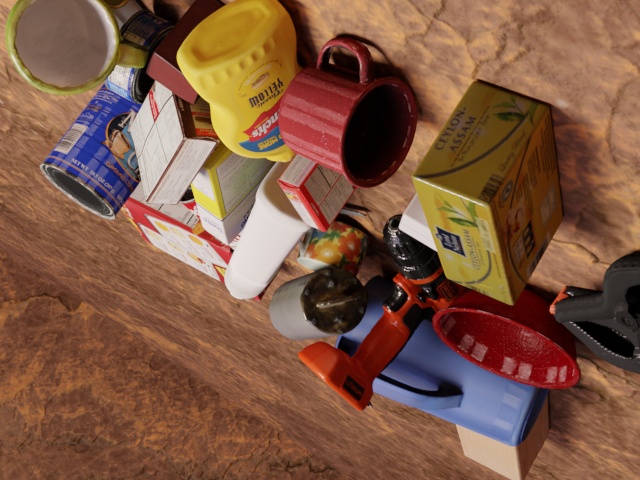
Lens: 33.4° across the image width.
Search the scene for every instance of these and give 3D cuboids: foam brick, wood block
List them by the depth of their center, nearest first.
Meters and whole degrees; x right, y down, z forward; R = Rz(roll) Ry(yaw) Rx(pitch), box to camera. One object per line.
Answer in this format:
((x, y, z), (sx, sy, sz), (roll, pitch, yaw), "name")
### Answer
((-0.108, -0.168, 0.939), (0.051, 0.078, 0.053), (37, 163, -6), "foam brick")
((0.238, 0.233, 1.387), (0.091, 0.090, 0.206), (26, 161, 24), "wood block")

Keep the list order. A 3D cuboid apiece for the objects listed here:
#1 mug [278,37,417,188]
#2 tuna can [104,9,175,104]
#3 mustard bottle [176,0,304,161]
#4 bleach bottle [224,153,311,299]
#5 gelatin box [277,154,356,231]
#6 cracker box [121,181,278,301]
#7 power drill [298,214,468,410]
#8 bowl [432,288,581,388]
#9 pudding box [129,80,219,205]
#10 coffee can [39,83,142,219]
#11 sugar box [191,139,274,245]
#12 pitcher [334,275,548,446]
((0.019, -0.109, 0.875), (0.082, 0.093, 0.117), (26, 131, 38), "mug")
((-0.169, -0.174, 1.019), (0.034, 0.086, 0.086), (29, 163, 10), "tuna can")
((-0.052, -0.124, 0.928), (0.058, 0.096, 0.191), (49, 172, 28), "mustard bottle")
((-0.058, 0.001, 1.156), (0.068, 0.102, 0.251), (33, 144, -1), "bleach bottle")
((0.006, -0.065, 0.996), (0.030, 0.089, 0.073), (23, 160, 33), "gelatin box")
((-0.171, -0.018, 1.477), (0.214, 0.072, 0.164), (25, 162, 23), "cracker box")
((0.066, 0.077, 1.111), (0.057, 0.187, 0.184), (41, 174, 41), "power drill")
((0.200, 0.092, 1.108), (0.162, 0.055, 0.162), (23, 158, 9), "bowl")
((-0.139, -0.099, 1.003), (0.039, 0.090, 0.114), (-2, 151, -30), "pudding box")
((-0.238, -0.110, 1.226), (0.103, 0.140, 0.103), (30, 163, 10), "coffee can")
((-0.092, -0.074, 1.123), (0.048, 0.093, 0.176), (36, 160, 14), "sugar box")
((0.139, 0.150, 1.257), (0.243, 0.149, 0.145), (23, 161, 21), "pitcher")
